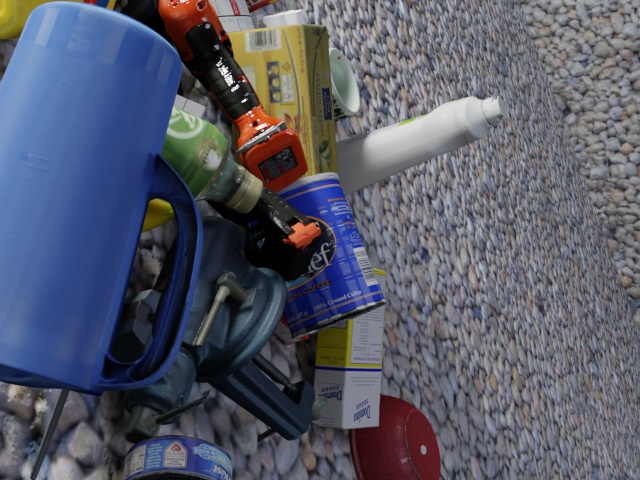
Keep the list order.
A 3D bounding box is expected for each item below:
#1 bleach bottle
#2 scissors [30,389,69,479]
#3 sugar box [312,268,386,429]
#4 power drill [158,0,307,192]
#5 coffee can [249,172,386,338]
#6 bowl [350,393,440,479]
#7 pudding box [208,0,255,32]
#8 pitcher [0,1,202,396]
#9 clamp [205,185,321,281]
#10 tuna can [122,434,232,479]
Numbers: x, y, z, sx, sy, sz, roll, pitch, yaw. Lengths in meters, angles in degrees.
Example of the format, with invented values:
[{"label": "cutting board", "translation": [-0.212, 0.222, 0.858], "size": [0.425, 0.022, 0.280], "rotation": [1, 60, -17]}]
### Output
[{"label": "bleach bottle", "translation": [0.099, -0.113, 1.269], "size": [0.068, 0.251, 0.102], "rotation": [66, 26, -10]}, {"label": "scissors", "translation": [-0.174, 0.066, 0.779], "size": [0.096, 0.016, 0.201], "rotation": [108, -2, -51]}, {"label": "sugar box", "translation": [0.032, 0.115, 1.167], "size": [0.093, 0.048, 0.176], "rotation": [15, 80, -61]}, {"label": "power drill", "translation": [-0.082, -0.136, 1.019], "size": [0.188, 0.057, 0.184], "rotation": [57, -1, 17]}, {"label": "coffee can", "translation": [-0.006, 0.016, 1.072], "size": [0.102, 0.103, 0.140], "rotation": [-5, 73, -64]}, {"label": "bowl", "translation": [0.097, 0.248, 1.247], "size": [0.162, 0.055, 0.162], "rotation": [43, 38, -46]}, {"label": "pudding box", "translation": [-0.112, -0.234, 1.178], "size": [0.113, 0.039, 0.090], "rotation": [-26, 98, -63]}, {"label": "pitcher", "translation": [-0.163, -0.023, 0.697], "size": [0.149, 0.145, 0.243], "rotation": [26, 74, -39]}, {"label": "clamp", "translation": [-0.056, 0.001, 0.987], "size": [0.036, 0.210, 0.164], "rotation": [-33, 113, -23]}, {"label": "tuna can", "translation": [-0.111, 0.185, 0.829], "size": [0.086, 0.086, 0.033], "rotation": [46, 33, -42]}]
